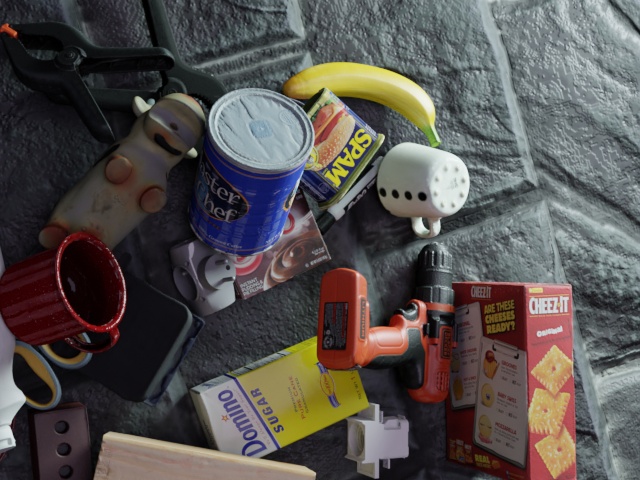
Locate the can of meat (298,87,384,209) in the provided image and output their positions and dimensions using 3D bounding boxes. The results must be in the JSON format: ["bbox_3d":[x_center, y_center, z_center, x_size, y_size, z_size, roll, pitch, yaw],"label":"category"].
[{"bbox_3d":[0.004,-0.099,1.131,0.084,0.058,0.102,41,73,-15],"label":"can of meat"}]

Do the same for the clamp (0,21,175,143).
[{"bbox_3d":[-0.239,-0.159,1.028,0.171,0.039,0.120,16,53,10],"label":"clamp"}]

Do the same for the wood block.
[{"bbox_3d":[-0.118,0.251,1.050,0.206,0.091,0.090,12,80,-6],"label":"wood block"}]

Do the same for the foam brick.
[{"bbox_3d":[-0.257,0.202,1.051,0.052,0.051,0.078,-6,92,-23],"label":"foam brick"}]

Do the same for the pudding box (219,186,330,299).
[{"bbox_3d":[-0.057,0.002,1.149,0.113,0.039,0.090,-25,97,-23],"label":"pudding box"}]

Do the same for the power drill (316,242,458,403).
[{"bbox_3d":[0.081,0.081,1.170,0.187,0.057,0.184,13,74,-43],"label":"power drill"}]

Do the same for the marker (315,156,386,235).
[{"bbox_3d":[0.033,-0.049,1.201,0.121,0.020,0.020,-45,106,-18],"label":"marker"}]

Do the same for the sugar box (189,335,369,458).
[{"bbox_3d":[-0.043,0.170,1.149,0.176,0.048,0.093,-22,98,-23],"label":"sugar box"}]

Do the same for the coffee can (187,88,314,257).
[{"bbox_3d":[-0.071,-0.065,1.052,0.102,0.140,0.103,8,53,-11],"label":"coffee can"}]

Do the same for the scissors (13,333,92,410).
[{"bbox_3d":[-0.295,0.067,1.026,0.096,0.016,0.202,-31,88,-6],"label":"scissors"}]

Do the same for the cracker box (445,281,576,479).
[{"bbox_3d":[0.210,0.153,1.194,0.072,0.164,0.214,0,89,-25],"label":"cracker box"}]

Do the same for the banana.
[{"bbox_3d":[0.053,-0.165,1.194,0.197,0.037,0.069,15,55,-18],"label":"banana"}]

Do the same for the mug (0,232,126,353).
[{"bbox_3d":[-0.232,0.057,0.978,0.117,0.082,0.093,57,30,-27],"label":"mug"}]

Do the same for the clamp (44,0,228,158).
[{"bbox_3d":[-0.168,-0.147,1.106,0.164,0.036,0.210,-46,107,-11],"label":"clamp"}]
